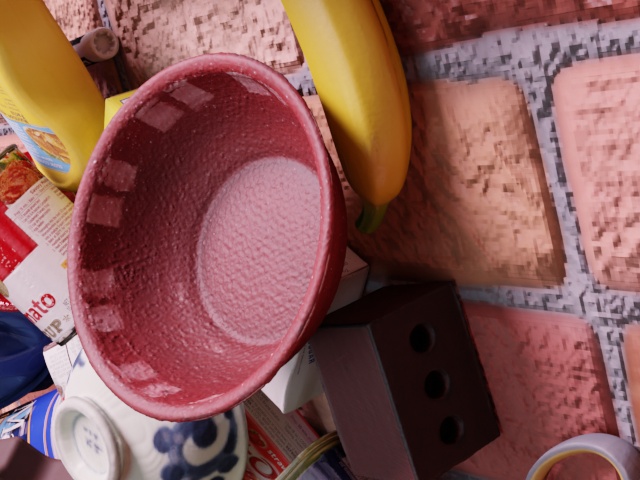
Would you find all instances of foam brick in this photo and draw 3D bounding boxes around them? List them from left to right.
[{"bbox_3d":[0.037,0.064,0.483,0.051,0.052,0.078,-7,105,55],"label":"foam brick"}]

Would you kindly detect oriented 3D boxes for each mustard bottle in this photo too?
[{"bbox_3d":[-0.161,-0.085,0.621,0.096,0.058,0.191,25,152,43],"label":"mustard bottle"}]

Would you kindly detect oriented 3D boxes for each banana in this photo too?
[{"bbox_3d":[-0.003,-0.096,0.455,0.070,0.037,0.198,-15,98,54],"label":"banana"}]

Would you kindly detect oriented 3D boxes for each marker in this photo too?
[{"bbox_3d":[-0.162,-0.115,0.675,0.121,0.020,0.020,-2,108,54],"label":"marker"}]

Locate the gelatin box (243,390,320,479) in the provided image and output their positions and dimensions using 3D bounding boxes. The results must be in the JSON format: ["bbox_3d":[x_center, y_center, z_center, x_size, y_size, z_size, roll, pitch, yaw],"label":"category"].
[{"bbox_3d":[-0.043,0.108,0.613,0.089,0.030,0.073,51,144,-10],"label":"gelatin box"}]

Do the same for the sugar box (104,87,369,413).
[{"bbox_3d":[-0.054,0.001,0.574,0.176,0.048,0.093,44,140,31],"label":"sugar box"}]

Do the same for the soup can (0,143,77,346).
[{"bbox_3d":[-0.164,0.003,0.620,0.102,0.068,0.069,45,147,-9],"label":"soup can"}]

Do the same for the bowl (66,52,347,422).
[{"bbox_3d":[-0.042,0.001,0.480,0.162,0.055,0.162,-8,77,38],"label":"bowl"}]
